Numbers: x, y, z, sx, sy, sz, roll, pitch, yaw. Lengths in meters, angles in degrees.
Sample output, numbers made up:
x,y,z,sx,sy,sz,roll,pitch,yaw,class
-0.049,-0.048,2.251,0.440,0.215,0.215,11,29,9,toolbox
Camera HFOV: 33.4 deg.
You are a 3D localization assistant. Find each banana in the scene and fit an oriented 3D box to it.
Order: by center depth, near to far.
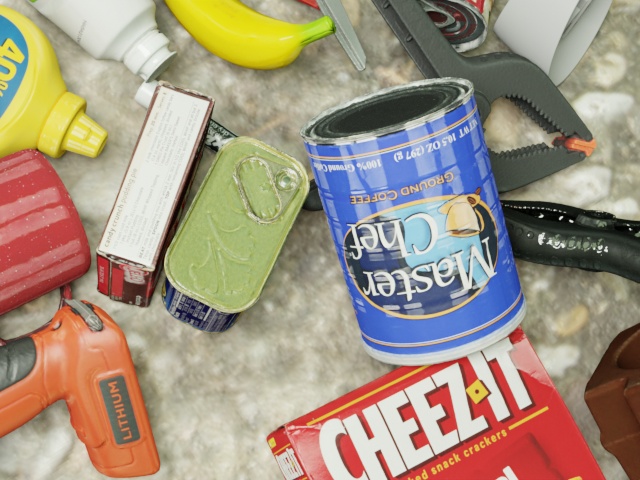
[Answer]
x,y,z,sx,sy,sz,roll,pitch,yaw,class
-0.071,-0.169,0.693,0.069,0.037,0.198,-45,68,5,banana

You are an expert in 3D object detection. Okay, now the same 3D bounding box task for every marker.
x,y,z,sx,sy,sz,roll,pitch,yaw,class
-0.065,-0.065,0.689,0.121,0.020,0.020,33,70,-2,marker

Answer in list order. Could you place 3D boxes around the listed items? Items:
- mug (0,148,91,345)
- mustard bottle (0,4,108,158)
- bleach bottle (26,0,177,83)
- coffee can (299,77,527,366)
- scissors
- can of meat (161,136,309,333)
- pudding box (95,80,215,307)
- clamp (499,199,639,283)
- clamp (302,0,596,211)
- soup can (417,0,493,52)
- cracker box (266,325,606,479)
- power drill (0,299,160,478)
x,y,z,sx,sy,sz,roll,pitch,yaw,class
-0.181,0.009,0.612,0.081,0.093,0.117,-27,112,-23,mug
-0.218,-0.101,0.644,0.191,0.058,0.096,27,84,-5,mustard bottle
-0.189,-0.195,0.667,0.251,0.103,0.068,46,73,-3,bleach bottle
0.056,-0.012,0.627,0.102,0.103,0.140,-23,109,-18,coffee can
-0.003,-0.213,0.713,0.096,0.016,0.202,-38,84,-18,scissors
-0.054,0.001,0.637,0.057,0.084,0.102,26,71,-4,can of meat
-0.099,-0.025,0.632,0.039,0.090,0.113,17,71,-7,pudding box
0.185,-0.001,0.688,0.172,0.120,0.039,18,105,28,clamp
0.088,-0.093,0.695,0.209,0.036,0.164,4,100,-21,clamp
0.090,-0.191,0.733,0.068,0.069,0.102,17,71,-7,soup can
0.090,0.173,0.626,0.164,0.072,0.214,-24,80,-18,cracker box
-0.183,0.124,0.565,0.187,0.057,0.184,-22,116,-27,power drill
